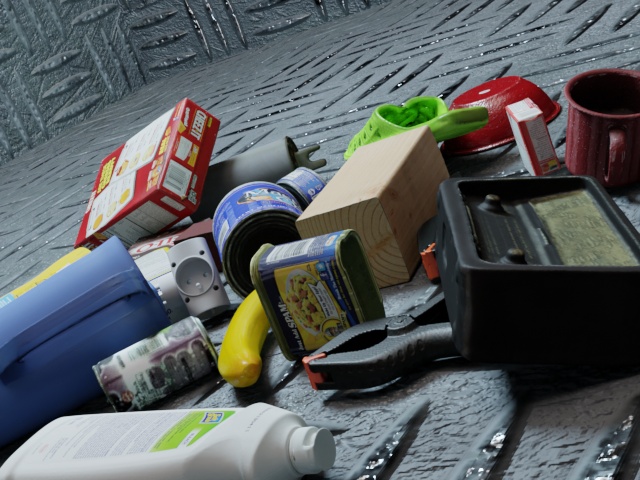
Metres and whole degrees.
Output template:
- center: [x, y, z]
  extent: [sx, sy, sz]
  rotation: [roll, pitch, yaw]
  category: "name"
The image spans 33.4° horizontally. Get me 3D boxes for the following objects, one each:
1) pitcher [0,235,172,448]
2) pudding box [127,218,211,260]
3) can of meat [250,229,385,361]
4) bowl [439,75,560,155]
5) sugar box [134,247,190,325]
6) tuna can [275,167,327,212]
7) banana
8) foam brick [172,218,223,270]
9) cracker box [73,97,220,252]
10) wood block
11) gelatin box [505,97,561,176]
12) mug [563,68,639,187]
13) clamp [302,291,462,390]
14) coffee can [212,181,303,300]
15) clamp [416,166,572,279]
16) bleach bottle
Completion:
- center: [-0.263, 0.106, 1.013]
  extent: [0.242, 0.149, 0.145]
  rotation: [-31, 38, -14]
  category: "pitcher"
- center: [-0.196, 0.015, 1.372]
  extent: [0.114, 0.039, 0.090]
  rotation: [-17, 17, 20]
  category: "pudding box"
- center: [0.000, 0.046, 0.903]
  extent: [0.084, 0.102, 0.057]
  rotation: [-13, 20, 25]
  category: "can of meat"
- center: [0.219, -0.166, 1.355]
  extent: [0.162, 0.055, 0.162]
  rotation: [-22, 16, 7]
  category: "bowl"
- center: [-0.195, 0.061, 1.218]
  extent: [0.093, 0.048, 0.176]
  rotation: [-26, 20, -9]
  category: "sugar box"
- center: [-0.016, -0.038, 1.215]
  extent: [0.033, 0.086, 0.086]
  rotation: [-34, 19, -27]
  category: "tuna can"
- center: [-0.063, 0.083, 0.948]
  extent: [0.070, 0.037, 0.197]
  rotation: [-58, 7, 26]
  category: "banana"
- center: [-0.127, 0.005, 1.286]
  extent: [0.078, 0.053, 0.051]
  rotation: [-11, 20, 34]
  category: "foam brick"
- center: [-0.239, -0.077, 1.473]
  extent: [0.214, 0.072, 0.164]
  rotation: [-29, 39, 41]
  category: "cracker box"
- center: [0.063, -0.033, 1.085]
  extent: [0.091, 0.090, 0.205]
  rotation: [-15, 19, 26]
  category: "wood block"
- center: [0.225, -0.105, 1.122]
  extent: [0.030, 0.073, 0.089]
  rotation: [-20, 16, 7]
  category: "gelatin box"
- center: [0.271, -0.096, 0.987]
  extent: [0.093, 0.081, 0.117]
  rotation: [0, 37, 7]
  category: "mug"
- center: [0.074, 0.078, 0.815]
  extent: [0.171, 0.039, 0.120]
  rotation: [-25, 13, -8]
  category: "clamp"
- center: [-0.057, 0.001, 1.115]
  extent: [0.103, 0.103, 0.140]
  rotation: [-24, 16, -3]
  category: "coffee can"
- center: [0.163, -0.026, 1.022]
  extent: [0.165, 0.036, 0.209]
  rotation: [-8, 22, 34]
  category: "clamp"
- center: [-0.107, 0.161, 0.756]
  extent: [0.251, 0.068, 0.102]
  rotation: [-11, 20, 31]
  category: "bleach bottle"
